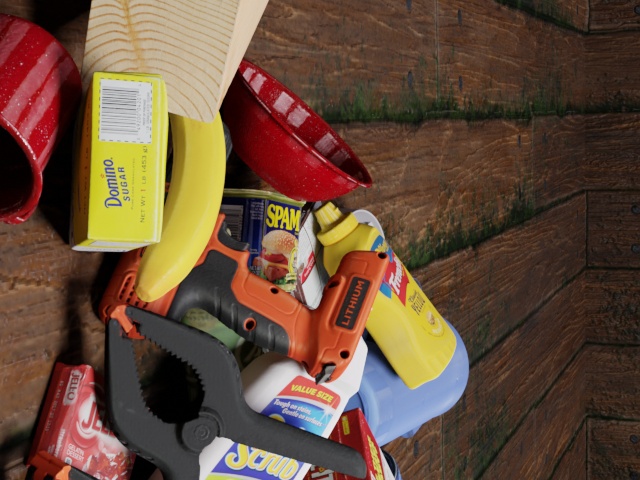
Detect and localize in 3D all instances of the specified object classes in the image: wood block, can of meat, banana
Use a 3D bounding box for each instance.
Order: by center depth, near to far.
[{"bbox_3d":[-0.085,-0.179,0.731,0.206,0.090,0.091,-76,-176,-53],"label":"wood block"},{"bbox_3d":[-0.099,-0.050,0.750,0.069,0.037,0.198,6,69,-26],"label":"banana"},{"bbox_3d":[-0.056,0.001,0.931,0.102,0.058,0.084,9,85,-67],"label":"can of meat"}]

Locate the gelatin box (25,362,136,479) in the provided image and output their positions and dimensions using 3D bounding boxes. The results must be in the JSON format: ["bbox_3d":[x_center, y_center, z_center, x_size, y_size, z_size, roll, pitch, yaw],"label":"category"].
[{"bbox_3d":[-0.157,0.133,0.729,0.089,0.030,0.073,55,41,-55],"label":"gelatin box"}]

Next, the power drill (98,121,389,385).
[{"bbox_3d":[-0.049,0.012,0.792,0.057,0.187,0.184,114,-3,-68],"label":"power drill"}]

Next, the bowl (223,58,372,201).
[{"bbox_3d":[-0.031,-0.085,0.924,0.055,0.162,0.162,-47,161,13],"label":"bowl"}]

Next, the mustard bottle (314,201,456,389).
[{"bbox_3d":[0.056,0.044,1.029,0.191,0.058,0.096,54,28,-9],"label":"mustard bottle"}]

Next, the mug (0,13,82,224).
[{"bbox_3d":[-0.180,-0.062,0.594,0.081,0.093,0.117,-73,158,-43],"label":"mug"}]

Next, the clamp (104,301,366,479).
[{"bbox_3d":[-0.073,0.126,0.729,0.210,0.164,0.036,64,-15,-8],"label":"clamp"}]

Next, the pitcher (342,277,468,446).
[{"bbox_3d":[0.056,0.140,1.119,0.149,0.145,0.242,52,24,12],"label":"pitcher"}]

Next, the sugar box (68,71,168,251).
[{"bbox_3d":[-0.128,-0.041,0.651,0.176,0.048,0.093,171,-79,-71],"label":"sugar box"}]

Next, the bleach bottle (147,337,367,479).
[{"bbox_3d":[-0.044,0.139,0.811,0.102,0.068,0.250,45,70,-27],"label":"bleach bottle"}]

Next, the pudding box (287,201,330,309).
[{"bbox_3d":[-0.019,0.023,1.043,0.090,0.039,0.113,-63,148,-48],"label":"pudding box"}]
